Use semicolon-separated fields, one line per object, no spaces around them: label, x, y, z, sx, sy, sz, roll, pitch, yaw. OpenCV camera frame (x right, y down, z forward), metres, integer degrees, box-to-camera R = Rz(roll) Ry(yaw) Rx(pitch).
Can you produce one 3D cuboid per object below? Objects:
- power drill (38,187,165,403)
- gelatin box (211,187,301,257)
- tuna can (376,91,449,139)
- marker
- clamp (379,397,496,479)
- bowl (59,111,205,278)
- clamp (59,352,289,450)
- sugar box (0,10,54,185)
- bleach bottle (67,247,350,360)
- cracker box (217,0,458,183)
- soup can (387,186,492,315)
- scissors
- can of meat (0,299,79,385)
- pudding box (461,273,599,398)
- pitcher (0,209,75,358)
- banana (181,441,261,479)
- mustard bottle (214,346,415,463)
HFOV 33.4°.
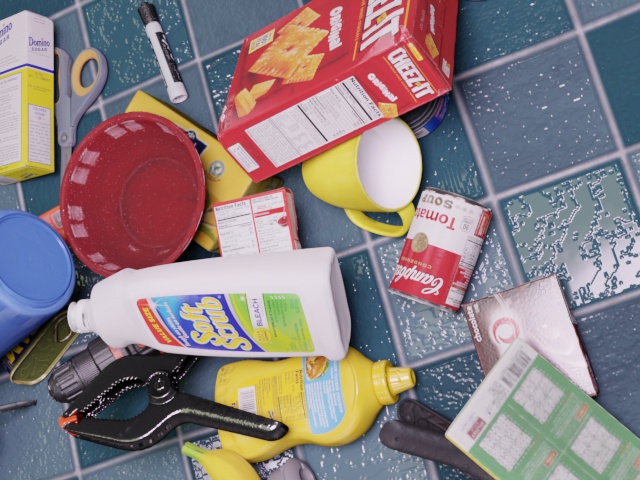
power drill;-0.222;0.050;1.078;0.184;0.057;0.188;-29;78;-10
gelatin box;-0.057;0.001;1.000;0.073;0.030;0.089;-12;84;13
tuna can;0.080;-0.139;1.026;0.086;0.033;0.086;-3;81;22
marker;-0.170;-0.203;1.144;0.020;0.020;0.121;-26;74;16
clamp;0.133;0.184;0.936;0.171;0.120;0.039;23;102;2
bowl;-0.170;-0.040;1.027;0.162;0.055;0.162;-3;84;23
clamp;-0.143;0.131;1.003;0.210;0.036;0.164;-14;59;4
sugar box;-0.338;-0.156;1.183;0.094;0.048;0.176;-9;76;37
bleach bottle;-0.104;0.066;0.966;0.251;0.068;0.102;-6;121;12
cracker box;0.015;-0.164;0.974;0.214;0.072;0.164;-23;36;29
soup can;0.110;0.010;0.974;0.069;0.068;0.102;19;89;23
scissors;-0.264;-0.125;1.171;0.096;0.016;0.202;-20;75;23
can of meat;-0.311;0.088;1.140;0.084;0.057;0.102;43;98;24
pudding box;0.186;0.096;0.946;0.090;0.039;0.113;-20;76;18
pitcher;-0.347;0.058;1.040;0.243;0.144;0.149;-31;84;35
banana;-0.070;0.275;1.000;0.070;0.037;0.198;-11;98;37
mustard bottle;-0.003;0.147;1.004;0.192;0.058;0.096;-15;65;19
